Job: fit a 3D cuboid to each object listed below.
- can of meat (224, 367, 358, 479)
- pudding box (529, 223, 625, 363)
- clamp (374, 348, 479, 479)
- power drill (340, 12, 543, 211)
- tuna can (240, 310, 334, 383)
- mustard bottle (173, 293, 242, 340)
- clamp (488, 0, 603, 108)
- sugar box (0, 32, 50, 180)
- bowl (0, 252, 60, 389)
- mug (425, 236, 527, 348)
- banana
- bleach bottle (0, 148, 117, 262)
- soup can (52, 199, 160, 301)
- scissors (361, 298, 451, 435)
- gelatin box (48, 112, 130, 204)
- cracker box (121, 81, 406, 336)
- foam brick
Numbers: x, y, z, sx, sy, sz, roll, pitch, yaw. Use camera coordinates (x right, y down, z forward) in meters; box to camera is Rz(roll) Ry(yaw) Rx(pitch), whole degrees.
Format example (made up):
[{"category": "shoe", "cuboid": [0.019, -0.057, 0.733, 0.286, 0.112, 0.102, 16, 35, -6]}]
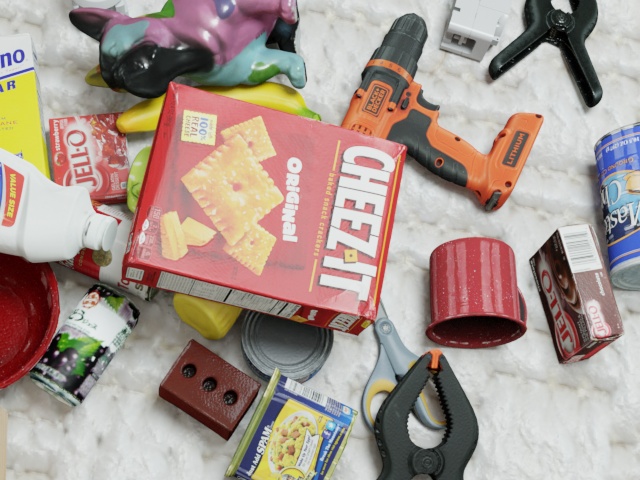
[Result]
[{"category": "can of meat", "cuboid": [-0.024, 0.176, 0.937, 0.084, 0.057, 0.102, 25, 97, 0]}, {"category": "pudding box", "cuboid": [0.240, 0.051, 1.007, 0.039, 0.090, 0.113, -7, 70, -11]}, {"category": "clamp", "cuboid": [0.102, 0.205, 0.955, 0.164, 0.036, 0.210, 14, 79, -4]}, {"category": "power drill", "cuboid": [0.124, -0.126, 1.077, 0.187, 0.057, 0.184, 24, 73, 5]}, {"category": "tuna can", "cuboid": [-0.032, 0.091, 0.992, 0.086, 0.034, 0.086, 2, 70, -6]}, {"category": "mustard bottle", "cuboid": [-0.056, 0.002, 0.989, 0.058, 0.096, 0.191, 36, 70, 6]}, {"category": "clamp", "cuboid": [0.242, -0.223, 1.134, 0.120, 0.039, 0.171, 11, 63, -7]}, {"category": "sugar box", "cuboid": [-0.314, -0.111, 1.028, 0.093, 0.048, 0.176, -10, 73, -8]}, {"category": "bowl", "cuboid": [-0.312, 0.069, 0.956, 0.162, 0.055, 0.162, 2, 68, -5]}, {"category": "mug", "cuboid": [0.153, 0.051, 1.005, 0.117, 0.093, 0.081, 18, 60, -33]}, {"category": "banana", "cuboid": [-0.101, -0.133, 1.053, 0.197, 0.069, 0.037, -5, 113, -6]}, {"category": "bleach bottle", "cuboid": [-0.296, -0.045, 0.940, 0.251, 0.068, 0.102, 16, 66, 10]}, {"category": "soup can", "cuboid": [-0.191, 0.008, 0.986, 0.102, 0.068, 0.068, 23, 69, 3]}, {"category": "scissors", "cuboid": [0.049, 0.100, 1.007, 0.096, 0.016, 0.202, -32, 76, -16]}, {"category": "gelatin box", "cuboid": [-0.222, -0.077, 1.034, 0.073, 0.030, 0.089, -7, 71, -8]}, {"category": "cracker box", "cuboid": [-0.046, -0.026, 0.907, 0.213, 0.072, 0.164, 14, 72, -8]}, {"category": "foam brick", "cuboid": [-0.100, 0.134, 0.959, 0.078, 0.051, 0.053, 32, 69, 6]}]
